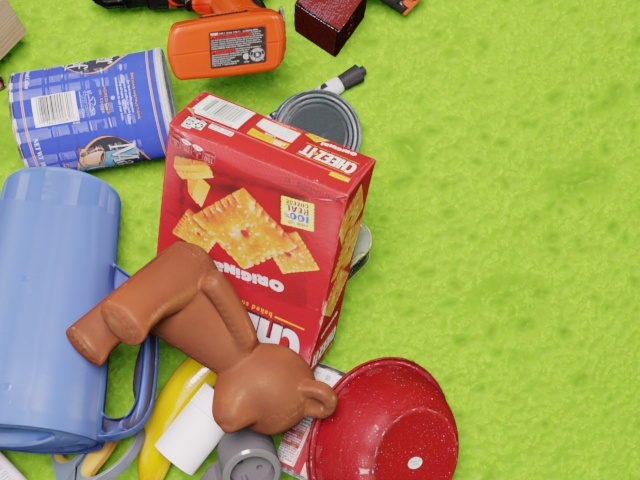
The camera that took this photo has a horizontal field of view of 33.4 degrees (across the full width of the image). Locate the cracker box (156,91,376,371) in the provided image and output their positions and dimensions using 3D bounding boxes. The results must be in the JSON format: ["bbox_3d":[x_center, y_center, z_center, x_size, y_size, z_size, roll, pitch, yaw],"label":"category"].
[{"bbox_3d":[-0.056,0.001,0.917,0.164,0.214,0.072,23,39,14],"label":"cracker box"}]

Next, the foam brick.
[{"bbox_3d":[0.009,-0.221,1.030,0.051,0.078,0.053,34,84,3],"label":"foam brick"}]

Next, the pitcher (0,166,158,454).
[{"bbox_3d":[-0.233,0.064,0.942,0.145,0.149,0.243,-15,62,40],"label":"pitcher"}]

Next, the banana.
[{"bbox_3d":[-0.110,0.143,0.990,0.197,0.037,0.069,-43,84,-7],"label":"banana"}]

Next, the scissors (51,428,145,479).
[{"bbox_3d":[-0.237,0.227,0.935,0.096,0.016,0.201,17,52,41],"label":"scissors"}]

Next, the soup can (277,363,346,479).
[{"bbox_3d":[0.006,0.171,0.972,0.068,0.068,0.102,24,81,2],"label":"soup can"}]

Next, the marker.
[{"bbox_3d":[-0.008,-0.138,1.045,0.121,0.020,0.020,-31,83,-6],"label":"marker"}]

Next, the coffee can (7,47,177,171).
[{"bbox_3d":[-0.207,-0.117,0.995,0.140,0.103,0.103,-10,81,-3],"label":"coffee can"}]

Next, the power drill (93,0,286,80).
[{"bbox_3d":[-0.116,-0.215,0.983,0.184,0.057,0.188,-10,39,-10],"label":"power drill"}]

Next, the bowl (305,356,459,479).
[{"bbox_3d":[0.068,0.186,0.938,0.161,0.055,0.162,-4,97,-32],"label":"bowl"}]

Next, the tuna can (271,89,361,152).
[{"bbox_3d":[-0.006,-0.101,1.021,0.086,0.034,0.086,-1,96,-10],"label":"tuna can"}]
